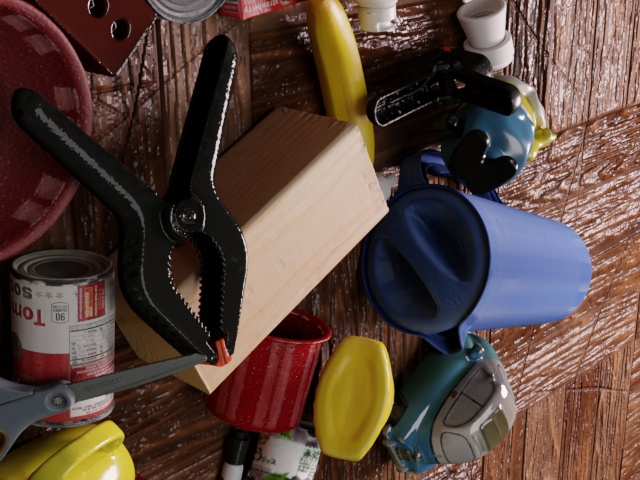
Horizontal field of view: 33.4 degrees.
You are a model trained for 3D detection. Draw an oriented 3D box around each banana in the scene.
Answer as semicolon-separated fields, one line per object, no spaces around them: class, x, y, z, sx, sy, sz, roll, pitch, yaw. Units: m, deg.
banana;0.019;-0.117;0.850;0.037;0.069;0.198;-13;123;1

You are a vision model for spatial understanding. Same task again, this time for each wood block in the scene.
wood block;-0.056;0.000;0.791;0.205;0.091;0.090;-45;131;-26

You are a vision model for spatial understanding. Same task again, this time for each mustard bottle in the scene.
mustard bottle;0.033;0.134;0.915;0.191;0.058;0.096;55;45;-80

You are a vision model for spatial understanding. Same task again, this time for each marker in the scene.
marker;-0.079;0.218;0.902;0.020;0.020;0.121;3;102;-48

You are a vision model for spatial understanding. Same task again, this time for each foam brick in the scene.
foam brick;-0.152;-0.147;0.661;0.078;0.051;0.053;44;71;-46

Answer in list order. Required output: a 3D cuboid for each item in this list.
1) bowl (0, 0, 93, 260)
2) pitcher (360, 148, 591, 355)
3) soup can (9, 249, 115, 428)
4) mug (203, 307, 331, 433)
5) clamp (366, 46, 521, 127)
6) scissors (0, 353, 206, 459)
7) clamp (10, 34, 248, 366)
bowl;-0.214;-0.067;0.621;0.161;0.055;0.162;-19;118;-42
pitcher;0.157;0.014;1.010;0.242;0.145;0.149;6;112;-52
soup can;-0.171;0.064;0.708;0.068;0.069;0.102;-13;113;-44
mug;-0.044;0.097;0.854;0.117;0.093;0.081;-56;160;-76
clamp;0.114;-0.132;0.894;0.171;0.120;0.039;-57;148;-59
scissors;-0.181;0.087;0.666;0.202;0.016;0.096;-29;113;7
clamp;-0.102;-0.017;0.666;0.164;0.036;0.210;-16;101;-41
